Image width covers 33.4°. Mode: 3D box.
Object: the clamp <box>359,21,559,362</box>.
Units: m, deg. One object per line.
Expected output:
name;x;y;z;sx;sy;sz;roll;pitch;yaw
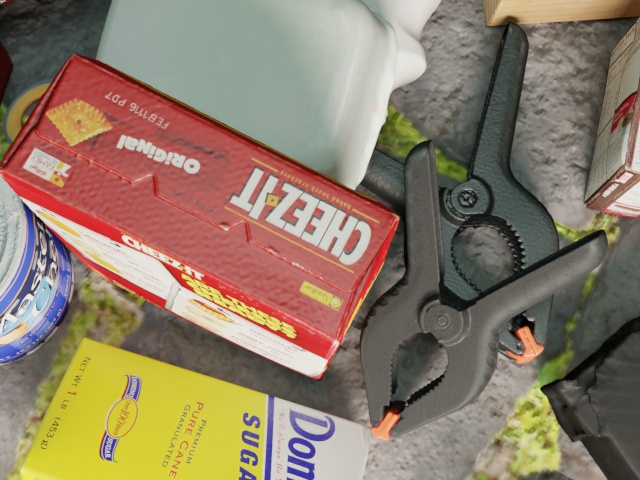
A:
clamp;0.094;-0.029;0.654;0.164;0.036;0.210;-28;77;-6

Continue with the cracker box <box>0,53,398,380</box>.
cracker box;-0.054;0.001;0.551;0.164;0.214;0.072;26;78;4

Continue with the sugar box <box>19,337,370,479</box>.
sugar box;-0.066;0.124;0.593;0.176;0.048;0.093;15;49;3

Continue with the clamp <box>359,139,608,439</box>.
clamp;0.082;0.041;0.603;0.120;0.039;0.171;22;106;17

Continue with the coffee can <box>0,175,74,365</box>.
coffee can;-0.198;0.011;0.581;0.103;0.140;0.103;1;77;-2
